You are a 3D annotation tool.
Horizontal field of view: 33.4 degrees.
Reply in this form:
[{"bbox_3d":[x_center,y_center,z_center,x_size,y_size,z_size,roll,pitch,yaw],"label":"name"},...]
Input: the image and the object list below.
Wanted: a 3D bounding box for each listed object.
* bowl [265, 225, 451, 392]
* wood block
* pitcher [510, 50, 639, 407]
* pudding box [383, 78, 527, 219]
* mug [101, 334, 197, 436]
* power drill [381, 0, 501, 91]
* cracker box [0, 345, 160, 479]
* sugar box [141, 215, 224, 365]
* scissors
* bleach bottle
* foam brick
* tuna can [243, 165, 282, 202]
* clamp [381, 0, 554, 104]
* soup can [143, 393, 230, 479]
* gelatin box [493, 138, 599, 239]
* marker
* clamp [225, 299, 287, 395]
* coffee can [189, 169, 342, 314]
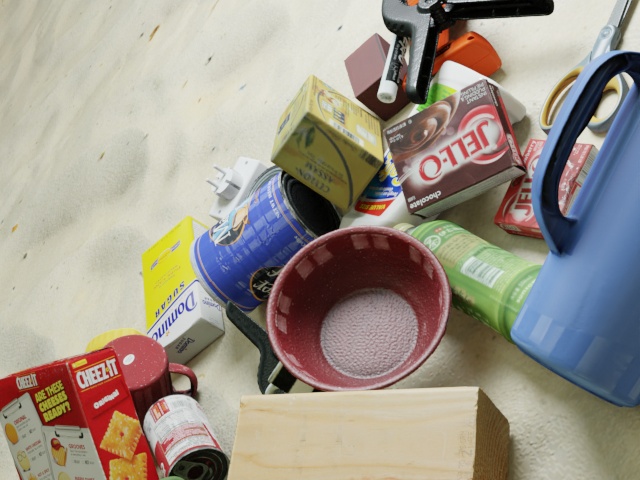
[{"bbox_3d":[0.037,0.068,0.927,0.162,0.055,0.162,-7,58,12],"label":"bowl"},{"bbox_3d":[0.040,0.177,0.862,0.206,0.090,0.090,-6,60,26],"label":"wood block"},{"bbox_3d":[0.233,-0.010,0.780,0.149,0.144,0.243,31,95,31],"label":"pitcher"},{"bbox_3d":[0.123,-0.082,0.979,0.114,0.039,0.090,-27,66,28],"label":"pudding box"},{"bbox_3d":[-0.196,0.160,1.193,0.117,0.081,0.093,1,44,0],"label":"mug"},{"bbox_3d":[0.146,-0.243,1.149,0.185,0.057,0.187,-34,38,34],"label":"power drill"},{"bbox_3d":[-0.255,0.232,1.141,0.164,0.071,0.214,-17,91,42],"label":"cracker box"},{"bbox_3d":[-0.169,0.062,1.290,0.093,0.048,0.176,-39,38,23],"label":"sugar box"},{"bbox_3d":[0.274,-0.177,0.979,0.202,0.016,0.096,-55,37,2],"label":"scissors"},{"bbox_3d":[0.092,-0.052,1.059,0.251,0.068,0.103,-56,36,5],"label":"bleach bottle"},{"bbox_3d":[0.067,-0.183,1.196,0.051,0.053,0.078,-39,38,23],"label":"foam brick"},{"bbox_3d":[-0.051,-0.045,1.243,0.086,0.033,0.086,-30,43,32],"label":"tuna can"},{"bbox_3d":[0.112,-0.222,1.074,0.164,0.036,0.210,-39,41,-5],"label":"clamp"},{"bbox_3d":[-0.142,0.215,1.118,0.068,0.068,0.102,-51,35,7],"label":"soup can"},{"bbox_3d":[0.203,-0.045,0.948,0.073,0.030,0.089,14,74,53],"label":"gelatin box"},{"bbox_3d":[0.081,-0.199,1.124,0.020,0.020,0.121,-13,53,44],"label":"marker"},{"bbox_3d":[-0.024,0.103,1.079,0.120,0.039,0.171,-34,56,14],"label":"clamp"},{"bbox_3d":[-0.058,0.001,1.156,0.140,0.102,0.103,-37,40,25],"label":"coffee can"}]
